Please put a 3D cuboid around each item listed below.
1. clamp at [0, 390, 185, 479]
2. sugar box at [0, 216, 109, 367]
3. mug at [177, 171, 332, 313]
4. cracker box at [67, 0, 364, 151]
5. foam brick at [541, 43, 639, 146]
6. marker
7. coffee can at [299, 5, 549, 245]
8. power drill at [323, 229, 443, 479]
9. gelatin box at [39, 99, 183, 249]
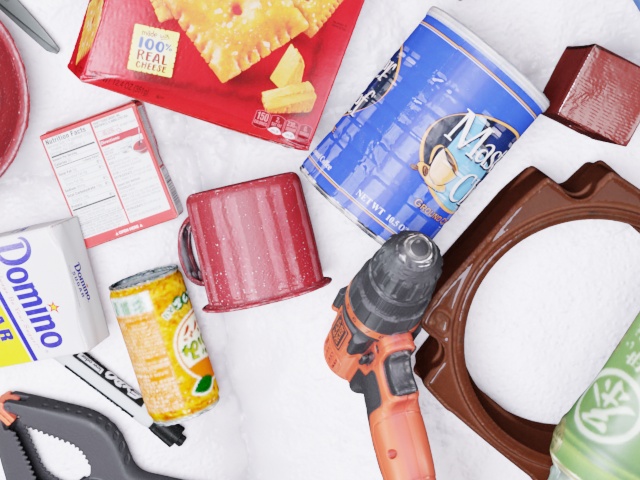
[{"bbox_3d":[-0.171,0.199,0.802,0.210,0.036,0.164,39,98,-9],"label":"clamp"},{"bbox_3d":[-0.247,0.046,0.759,0.176,0.048,0.093,-12,99,15],"label":"sugar box"},{"bbox_3d":[-0.055,0.001,0.748,0.117,0.093,0.081,-9,96,39],"label":"mug"},{"bbox_3d":[-0.051,-0.182,0.690,0.164,0.072,0.214,16,101,-25],"label":"cracker box"},{"bbox_3d":[0.186,-0.099,0.724,0.053,0.078,0.051,26,98,-4],"label":"foam brick"},{"bbox_3d":[-0.150,0.114,0.796,0.121,0.020,0.020,39,98,-6],"label":"marker"},{"bbox_3d":[0.069,-0.070,0.718,0.103,0.103,0.140,39,98,-6],"label":"coffee can"},{"bbox_3d":[0.058,0.104,0.675,0.057,0.185,0.188,-9,66,-14],"label":"power drill"},{"bbox_3d":[-0.148,-0.048,0.763,0.073,0.030,0.089,-19,99,6],"label":"gelatin box"}]
